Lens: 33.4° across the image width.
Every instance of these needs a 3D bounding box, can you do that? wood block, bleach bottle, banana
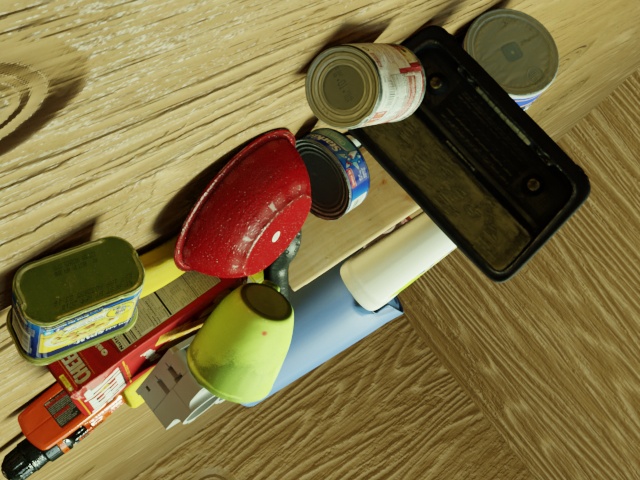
[{"bbox_3d":[0.036,-0.039,1.202,0.206,0.090,0.090,-34,177,10],"label":"wood block"},{"bbox_3d":[0.140,-0.017,1.195,0.251,0.068,0.102,-37,178,32],"label":"bleach bottle"},{"bbox_3d":[-0.148,0.020,0.975,0.070,0.037,0.197,-44,171,34],"label":"banana"}]

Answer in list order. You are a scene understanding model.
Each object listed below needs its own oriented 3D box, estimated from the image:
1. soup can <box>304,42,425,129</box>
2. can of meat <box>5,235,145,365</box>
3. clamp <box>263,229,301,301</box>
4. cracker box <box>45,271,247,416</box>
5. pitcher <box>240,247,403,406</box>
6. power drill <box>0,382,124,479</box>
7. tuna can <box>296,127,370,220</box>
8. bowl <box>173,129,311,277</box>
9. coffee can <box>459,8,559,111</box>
[{"bbox_3d":[0.038,-0.127,0.876,0.069,0.068,0.102,-43,171,26],"label":"soup can"},{"bbox_3d":[-0.189,0.045,0.824,0.102,0.057,0.084,-22,164,-25],"label":"can of meat"},{"bbox_3d":[-0.057,0.001,1.127,0.039,0.120,0.172,-14,132,-34],"label":"clamp"},{"bbox_3d":[-0.177,0.086,1.096,0.213,0.072,0.164,-36,171,-15],"label":"cracker box"},{"bbox_3d":[-0.027,0.099,1.364,0.243,0.145,0.149,-36,161,9],"label":"pitcher"},{"bbox_3d":[-0.316,0.221,1.290,0.184,0.057,0.188,-40,176,-16],"label":"power drill"},{"bbox_3d":[0.006,-0.064,1.025,0.033,0.086,0.086,-35,171,-36],"label":"tuna can"},{"bbox_3d":[-0.058,-0.020,0.967,0.162,0.055,0.162,-46,164,-17],"label":"bowl"},{"bbox_3d":[0.183,-0.171,1.160,0.102,0.103,0.140,-36,172,-22],"label":"coffee can"}]
